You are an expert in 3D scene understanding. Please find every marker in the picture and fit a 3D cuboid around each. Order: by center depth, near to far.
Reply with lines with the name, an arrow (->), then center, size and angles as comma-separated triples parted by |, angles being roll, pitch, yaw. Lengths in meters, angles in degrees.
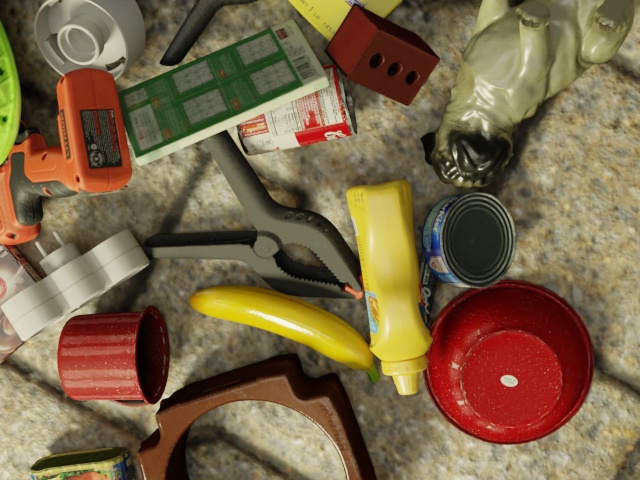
marker -> 0.096, 0.059, 1.003 | 0.020, 0.020, 0.121 | 11, 100, 4

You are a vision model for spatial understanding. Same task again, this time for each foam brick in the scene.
foam brick -> 0.053, -0.160, 0.924 | 0.078, 0.051, 0.053 | 16, 117, -38

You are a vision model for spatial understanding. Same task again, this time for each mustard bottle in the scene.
mustard bottle -> 0.065, 0.043, 0.957 | 0.058, 0.096, 0.191 | -8, 93, -2

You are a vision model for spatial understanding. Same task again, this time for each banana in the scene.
banana -> -0.030, 0.081, 1.000 | 0.198, 0.037, 0.070 | 24, 135, 4

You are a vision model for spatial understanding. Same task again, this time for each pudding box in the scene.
pudding box -> -0.318, 0.068, 1.031 | 0.113, 0.039, 0.090 | -40, 93, -3

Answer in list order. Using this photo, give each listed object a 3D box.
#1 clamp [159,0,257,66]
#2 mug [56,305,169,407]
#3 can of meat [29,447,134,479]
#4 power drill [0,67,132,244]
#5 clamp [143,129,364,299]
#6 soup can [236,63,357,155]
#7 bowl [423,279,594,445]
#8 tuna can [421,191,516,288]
clamp -> -0.095, -0.232, 0.962 | 0.171, 0.039, 0.120 | -16, 116, 0
mug -> -0.194, 0.118, 1.018 | 0.081, 0.093, 0.117 | -3, 135, 11
can of meat -> -0.231, 0.254, 1.052 | 0.102, 0.057, 0.084 | -8, 95, 7
power drill -> -0.252, -0.097, 0.957 | 0.188, 0.057, 0.184 | -10, 92, 45
clamp -> -0.056, 0.001, 0.990 | 0.210, 0.036, 0.165 | 34, 128, -10
soup can -> -0.023, -0.118, 0.963 | 0.102, 0.068, 0.068 | -11, 98, 8
bowl -> 0.174, 0.120, 0.986 | 0.162, 0.055, 0.162 | 1, 99, 7
tuna can -> 0.133, 0.000, 0.961 | 0.086, 0.034, 0.086 | 1, 89, -31
